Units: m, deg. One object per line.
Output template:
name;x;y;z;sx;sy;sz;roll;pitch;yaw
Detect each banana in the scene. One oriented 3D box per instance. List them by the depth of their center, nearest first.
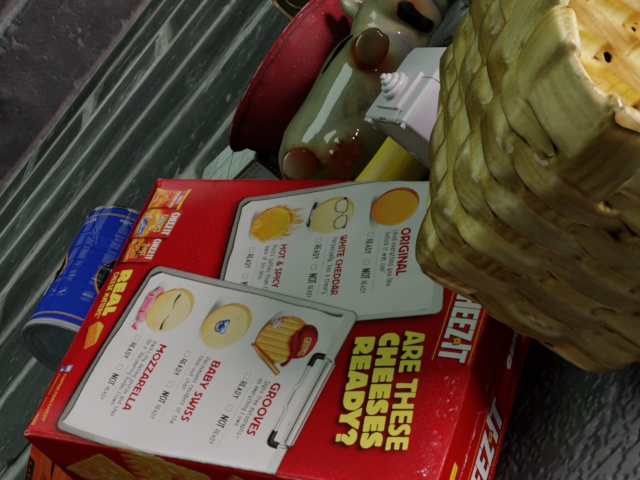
banana;0.027;-0.026;0.697;0.198;0.037;0.069;-46;-17;-1

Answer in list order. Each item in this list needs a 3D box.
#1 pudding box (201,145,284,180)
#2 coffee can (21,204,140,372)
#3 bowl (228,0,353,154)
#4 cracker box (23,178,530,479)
pudding box;-0.073;-0.061;0.997;0.114;0.039;0.090;-41;24;35
coffee can;-0.202;0.052;1.002;0.103;0.102;0.140;-29;31;48
bowl;-0.008;-0.128;0.888;0.162;0.055;0.162;-55;-7;-10
cracker box;-0.013;0.053;0.519;0.214;0.072;0.164;3;54;29
